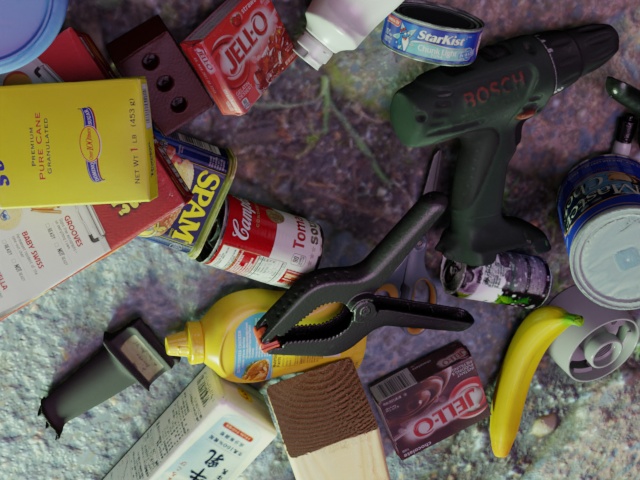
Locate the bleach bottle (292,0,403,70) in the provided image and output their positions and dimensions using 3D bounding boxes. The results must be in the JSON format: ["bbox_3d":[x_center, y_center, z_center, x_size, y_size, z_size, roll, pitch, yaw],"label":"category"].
[{"bbox_3d":[0.069,-0.242,0.867,0.068,0.102,0.251,36,101,-24],"label":"bleach bottle"}]

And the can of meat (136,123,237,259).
[{"bbox_3d":[-0.132,-0.045,0.934,0.083,0.057,0.102,19,109,-22],"label":"can of meat"}]

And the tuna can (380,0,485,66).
[{"bbox_3d":[0.096,-0.179,0.918,0.086,0.086,0.034,3,117,-19],"label":"tuna can"}]

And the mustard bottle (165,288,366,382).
[{"bbox_3d":[-0.053,0.091,1.028,0.191,0.058,0.096,-5,124,-15],"label":"mustard bottle"}]

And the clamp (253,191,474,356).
[{"bbox_3d":[0.038,0.045,0.975,0.210,0.036,0.164,-16,126,-8],"label":"clamp"}]

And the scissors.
[{"bbox_3d":[0.077,0.011,1.050,0.096,0.016,0.202,-14,120,-16],"label":"scissors"}]

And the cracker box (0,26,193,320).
[{"bbox_3d":[-0.236,-0.044,0.857,0.214,0.072,0.164,-32,96,5],"label":"cracker box"}]

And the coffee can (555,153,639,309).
[{"bbox_3d":[0.283,-0.011,1.017,0.103,0.140,0.103,3,115,5],"label":"coffee can"}]

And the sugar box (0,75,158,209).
[{"bbox_3d":[-0.214,-0.071,0.794,0.176,0.048,0.093,-4,98,-1],"label":"sugar box"}]

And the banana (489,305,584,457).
[{"bbox_3d":[0.217,0.138,1.133,0.037,0.069,0.198,14,120,-11],"label":"banana"}]

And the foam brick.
[{"bbox_3d":[-0.133,-0.138,0.888,0.053,0.051,0.078,-33,121,0],"label":"foam brick"}]

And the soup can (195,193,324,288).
[{"bbox_3d":[-0.056,0.001,0.975,0.102,0.068,0.068,17,110,-25],"label":"soup can"}]

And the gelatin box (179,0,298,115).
[{"bbox_3d":[-0.065,-0.158,0.885,0.089,0.030,0.073,-52,127,-32],"label":"gelatin box"}]

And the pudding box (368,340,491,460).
[{"bbox_3d":[0.117,0.170,1.134,0.113,0.039,0.090,-25,122,-4],"label":"pudding box"}]

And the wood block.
[{"bbox_3d":[0.017,0.225,1.071,0.090,0.091,0.206,-18,136,-5],"label":"wood block"}]
